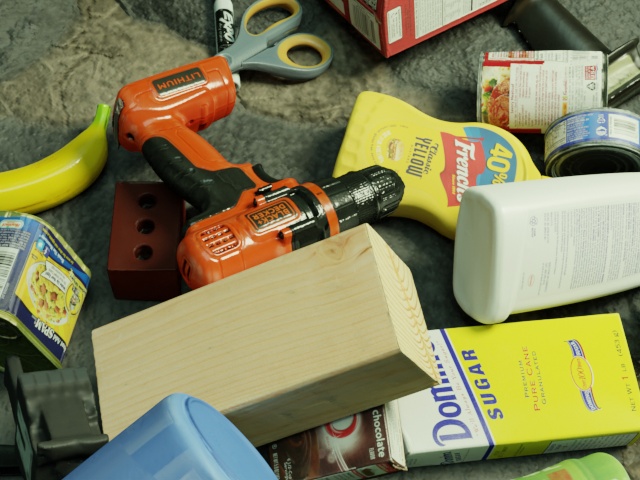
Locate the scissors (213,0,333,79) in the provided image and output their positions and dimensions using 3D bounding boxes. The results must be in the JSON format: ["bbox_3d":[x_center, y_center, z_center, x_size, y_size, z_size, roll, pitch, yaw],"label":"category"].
[{"bbox_3d":[-0.062,-0.140,0.892,0.096,0.016,0.201,34,54,5],"label":"scissors"}]

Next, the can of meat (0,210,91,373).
[{"bbox_3d":[-0.212,0.039,0.760,0.057,0.102,0.084,2,58,18],"label":"can of meat"}]

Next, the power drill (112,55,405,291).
[{"bbox_3d":[-0.054,-0.057,0.791,0.184,0.057,0.188,-23,56,-29],"label":"power drill"}]

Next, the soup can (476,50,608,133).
[{"bbox_3d":[0.182,-0.121,0.877,0.102,0.068,0.068,2,61,12],"label":"soup can"}]

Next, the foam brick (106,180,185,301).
[{"bbox_3d":[-0.131,0.001,0.814,0.053,0.051,0.078,1,62,-3],"label":"foam brick"}]

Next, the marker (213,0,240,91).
[{"bbox_3d":[-0.084,-0.183,0.933,0.020,0.020,0.121,-4,63,-6],"label":"marker"}]

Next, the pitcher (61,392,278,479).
[{"bbox_3d":[-0.134,0.206,0.606,0.243,0.145,0.149,-42,57,2],"label":"pitcher"}]

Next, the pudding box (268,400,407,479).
[{"bbox_3d":[0.008,0.115,0.750,0.090,0.039,0.113,-19,62,20],"label":"pudding box"}]

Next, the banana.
[{"bbox_3d":[-0.249,-0.047,0.841,0.197,0.037,0.070,-19,60,-14],"label":"banana"}]

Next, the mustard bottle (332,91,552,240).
[{"bbox_3d":[0.109,-0.049,0.851,0.191,0.058,0.096,16,74,4],"label":"mustard bottle"}]

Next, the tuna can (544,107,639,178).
[{"bbox_3d":[0.222,-0.069,0.854,0.086,0.086,0.033,7,63,0],"label":"tuna can"}]

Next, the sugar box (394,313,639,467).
[{"bbox_3d":[0.138,0.108,0.777,0.176,0.048,0.093,-4,63,-7],"label":"sugar box"}]

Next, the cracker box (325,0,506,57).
[{"bbox_3d":[0.098,-0.268,0.941,0.213,0.072,0.164,-28,52,-16],"label":"cracker box"}]

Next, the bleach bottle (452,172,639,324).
[{"bbox_3d":[0.228,-0.001,0.817,0.250,0.102,0.068,-5,19,-20],"label":"bleach bottle"}]

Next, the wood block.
[{"bbox_3d":[-0.038,0.078,0.711,0.206,0.090,0.091,-22,61,15],"label":"wood block"}]
